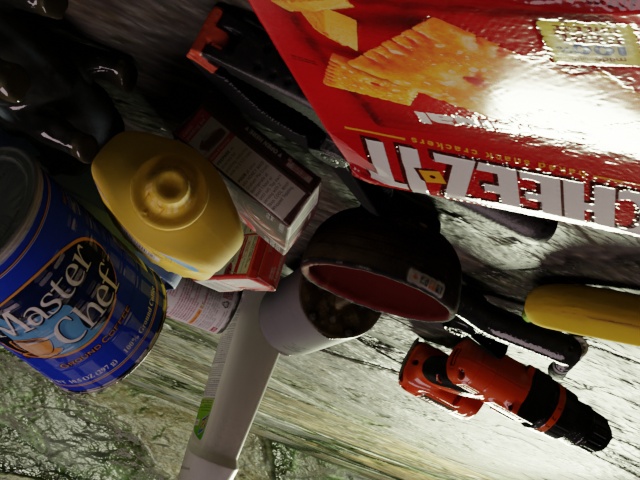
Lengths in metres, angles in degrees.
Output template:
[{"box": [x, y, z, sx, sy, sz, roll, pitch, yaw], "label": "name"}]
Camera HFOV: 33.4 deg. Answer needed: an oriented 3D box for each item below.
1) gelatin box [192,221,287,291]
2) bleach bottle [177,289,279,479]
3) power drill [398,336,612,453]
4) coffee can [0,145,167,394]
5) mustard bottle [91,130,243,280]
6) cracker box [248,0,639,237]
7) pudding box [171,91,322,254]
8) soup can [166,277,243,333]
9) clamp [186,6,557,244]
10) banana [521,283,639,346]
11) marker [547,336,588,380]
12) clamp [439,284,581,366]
[{"box": [-0.055, 0.001, 0.818, 0.030, 0.073, 0.089, 27, 162, -30], "label": "gelatin box"}, {"box": [-0.093, 0.165, 1.098, 0.068, 0.250, 0.103, 22, 165, -11], "label": "bleach bottle"}, {"box": [0.174, 0.151, 1.060, 0.184, 0.057, 0.188, 32, 165, -17], "label": "power drill"}, {"box": [-0.178, 0.022, 0.681, 0.103, 0.102, 0.140, 8, 152, 36], "label": "coffee can"}, {"box": [-0.089, -0.021, 0.624, 0.096, 0.058, 0.192, 43, 171, -4], "label": "mustard bottle"}, {"box": [0.069, -0.075, 0.405, 0.164, 0.072, 0.213, 14, 165, 20], "label": "cracker box"}, {"box": [-0.045, -0.039, 0.670, 0.090, 0.039, 0.113, 38, 169, 3], "label": "pudding box"}, {"box": [-0.130, 0.040, 0.995, 0.102, 0.068, 0.069, 22, 165, -20], "label": "soup can"}, {"box": [0.022, -0.056, 0.580, 0.209, 0.036, 0.165, 34, 168, -38], "label": "clamp"}, {"box": [0.225, 0.056, 0.756, 0.198, 0.037, 0.069, 10, 180, 34], "label": "banana"}, {"box": [0.222, 0.107, 0.962, 0.020, 0.020, 0.121, 17, 165, 9], "label": "marker"}, {"box": [0.129, 0.062, 0.876, 0.171, 0.039, 0.120, 27, 161, -28], "label": "clamp"}]
